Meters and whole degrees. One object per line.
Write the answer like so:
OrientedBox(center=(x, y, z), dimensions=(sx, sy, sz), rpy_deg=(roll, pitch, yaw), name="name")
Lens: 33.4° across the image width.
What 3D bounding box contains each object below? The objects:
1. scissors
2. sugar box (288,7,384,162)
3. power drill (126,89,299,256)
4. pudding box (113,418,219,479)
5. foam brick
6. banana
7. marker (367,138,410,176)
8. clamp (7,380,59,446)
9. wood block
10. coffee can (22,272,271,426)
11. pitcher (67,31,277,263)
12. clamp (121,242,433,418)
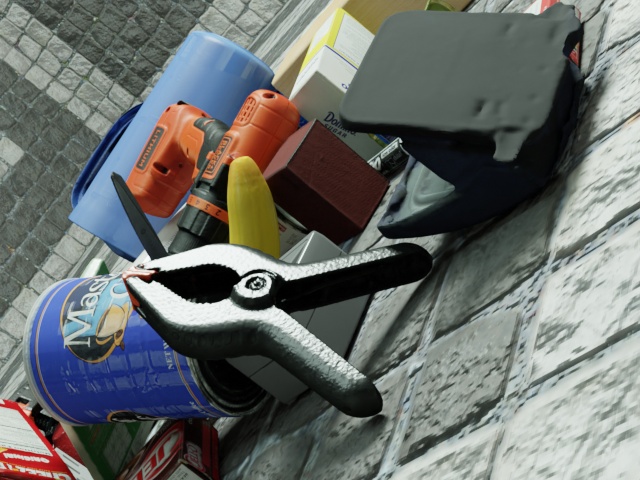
OrientedBox(center=(-0.095, 0.023, 0.793), dimensions=(0.016, 0.202, 0.096), rpy_deg=(14, 35, 40), name="scissors")
OrientedBox(center=(0.029, -0.135, 0.930), dimensions=(0.048, 0.093, 0.176), rpy_deg=(-46, 14, 28), name="sugar box")
OrientedBox(center=(-0.104, -0.044, 0.896), dimensions=(0.184, 0.057, 0.188), rpy_deg=(-60, 30, -5), name="power drill")
OrientedBox(center=(-0.114, 0.172, 0.702), dimensions=(0.113, 0.039, 0.090), rpy_deg=(-50, 13, 7), name="pudding box")
OrientedBox(center=(0.002, -0.042, 0.802), dimensions=(0.053, 0.078, 0.051), rpy_deg=(-27, 27, 57), name="foam brick")
OrientedBox(center=(-0.064, 0.040, 0.784), dimensions=(0.037, 0.069, 0.198), rpy_deg=(17, 87, 51), name="banana")
OrientedBox(center=(0.043, -0.055, 0.825), dimensions=(0.121, 0.020, 0.020), rpy_deg=(-35, 21, 53), name="marker")
OrientedBox(center=(-0.266, 0.168, 1.037), dimensions=(0.210, 0.036, 0.164), rpy_deg=(98, -171, -69), name="clamp")
OrientedBox(center=(0.055, -0.213, 1.058), dimensions=(0.206, 0.090, 0.090), rpy_deg=(-44, 14, 31), name="wood block")
OrientedBox(center=(-0.110, 0.068, 0.706), dimensions=(0.141, 0.102, 0.102), rpy_deg=(-9, 37, 31), name="coffee can")
OrientedBox(center=(-0.153, -0.092, 1.107), dimensions=(0.243, 0.149, 0.145), rpy_deg=(-61, 8, -5), name="pitcher")
OrientedBox(center=(-0.023, 0.031, 0.590), dimensions=(0.120, 0.172, 0.039), rpy_deg=(-50, -33, -46), name="clamp")
